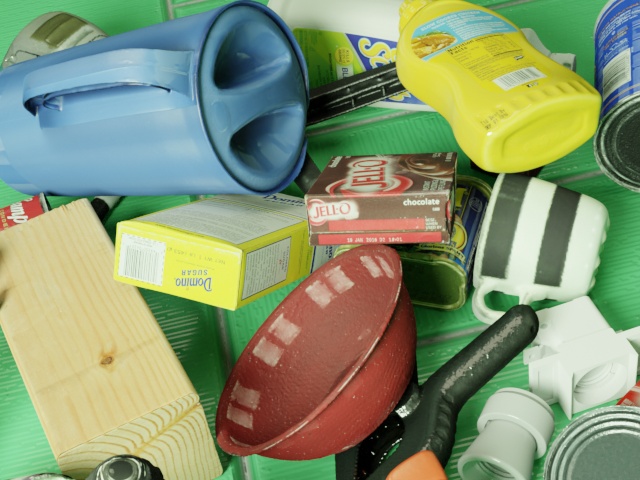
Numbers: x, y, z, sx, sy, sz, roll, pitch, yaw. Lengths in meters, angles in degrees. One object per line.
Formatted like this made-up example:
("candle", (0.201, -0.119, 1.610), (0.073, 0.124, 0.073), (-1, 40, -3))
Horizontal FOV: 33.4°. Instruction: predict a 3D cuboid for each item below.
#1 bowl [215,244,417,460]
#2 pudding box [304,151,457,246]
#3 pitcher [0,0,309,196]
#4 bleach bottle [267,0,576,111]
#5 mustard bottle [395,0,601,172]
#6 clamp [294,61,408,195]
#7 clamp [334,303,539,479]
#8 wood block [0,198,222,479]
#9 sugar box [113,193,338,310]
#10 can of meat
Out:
("bowl", (0.008, 0.080, 0.666), (0.162, 0.055, 0.162), (-41, 20, 18))
("pudding box", (0.044, -0.029, 0.700), (0.090, 0.039, 0.113), (-1, 15, 10))
("pitcher", (-0.142, -0.095, 0.782), (0.243, 0.149, 0.144), (-3, 38, 33))
("bleach bottle", (0.084, -0.157, 0.887), (0.251, 0.102, 0.068), (8, 43, 19))
("mustard bottle", (0.109, -0.126, 0.771), (0.096, 0.058, 0.192), (-21, 45, -15))
("clamp", (-0.032, -0.089, 0.858), (0.210, 0.036, 0.164), (2, 44, 33))
("clamp", (0.053, 0.102, 0.671), (0.171, 0.039, 0.120), (-50, 24, -24))
("wood block", (-0.153, 0.076, 0.709), (0.090, 0.090, 0.206), (-24, 46, -15))
("sugar box", (-0.055, 0.001, 0.737), (0.093, 0.048, 0.176), (13, 13, 22))
("can of meat", (0.067, -0.002, 0.769), (0.102, 0.057, 0.083), (9, 50, 18))
